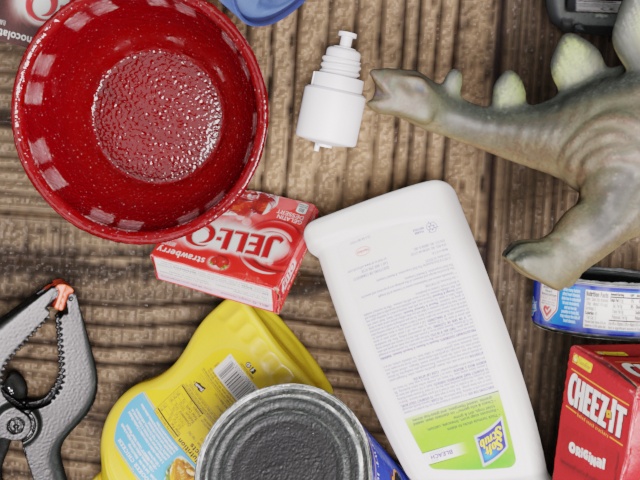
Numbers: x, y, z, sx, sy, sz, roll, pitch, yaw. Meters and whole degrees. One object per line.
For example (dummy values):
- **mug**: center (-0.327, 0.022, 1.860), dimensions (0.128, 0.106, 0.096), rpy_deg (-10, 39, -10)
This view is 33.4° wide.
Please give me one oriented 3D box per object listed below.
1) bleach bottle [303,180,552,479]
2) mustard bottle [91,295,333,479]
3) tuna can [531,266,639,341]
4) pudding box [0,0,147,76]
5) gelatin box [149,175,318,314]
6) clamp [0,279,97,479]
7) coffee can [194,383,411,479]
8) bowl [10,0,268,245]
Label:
- **bleach bottle**: center (0.072, 0.096, 0.643), dimensions (0.103, 0.068, 0.251), rpy_deg (-19, 76, 13)
- **mustard bottle**: center (-0.089, 0.129, 0.714), dimensions (0.192, 0.058, 0.096), rpy_deg (-42, 81, 12)
- **tuna can**: center (0.168, 0.036, 0.630), dimensions (0.086, 0.086, 0.034), rpy_deg (4, 95, 14)
- **pudding box**: center (-0.161, -0.167, 0.729), dimensions (0.113, 0.039, 0.090), rpy_deg (16, 96, 13)
- **gelatin box**: center (-0.054, 0.001, 0.693), dimensions (0.089, 0.030, 0.073), rpy_deg (15, 53, 13)
- **clamp**: center (-0.221, 0.126, 0.731), dimensions (0.164, 0.036, 0.210), rpy_deg (13, 91, -22)
- **coffee can**: center (-0.002, 0.155, 0.635), dimensions (0.103, 0.140, 0.103), rpy_deg (-8, 62, 15)
- **bowl**: center (-0.110, -0.080, 0.680), dimensions (0.162, 0.055, 0.162), rpy_deg (0, 95, 5)
